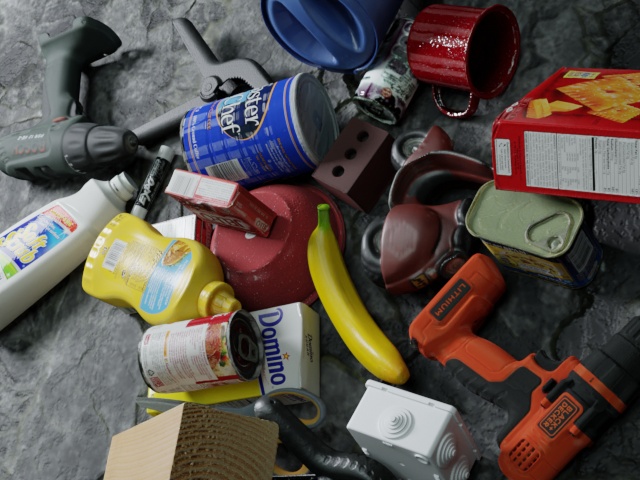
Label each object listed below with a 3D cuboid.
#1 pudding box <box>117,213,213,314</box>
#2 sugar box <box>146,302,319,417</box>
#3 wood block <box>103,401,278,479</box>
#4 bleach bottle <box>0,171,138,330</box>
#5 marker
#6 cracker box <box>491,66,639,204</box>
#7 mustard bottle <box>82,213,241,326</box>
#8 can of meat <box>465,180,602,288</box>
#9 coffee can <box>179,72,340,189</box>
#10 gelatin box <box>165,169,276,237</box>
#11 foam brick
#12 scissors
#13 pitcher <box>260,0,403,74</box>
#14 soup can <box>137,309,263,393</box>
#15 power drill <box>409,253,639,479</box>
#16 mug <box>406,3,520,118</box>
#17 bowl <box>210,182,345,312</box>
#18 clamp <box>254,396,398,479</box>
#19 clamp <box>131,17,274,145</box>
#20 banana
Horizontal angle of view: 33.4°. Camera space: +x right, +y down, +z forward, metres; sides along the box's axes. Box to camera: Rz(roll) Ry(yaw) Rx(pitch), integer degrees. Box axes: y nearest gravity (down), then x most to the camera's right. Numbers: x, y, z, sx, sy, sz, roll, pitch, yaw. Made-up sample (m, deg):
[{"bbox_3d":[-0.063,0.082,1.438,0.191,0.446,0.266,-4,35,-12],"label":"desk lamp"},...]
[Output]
[{"bbox_3d":[-0.175,0.026,1.173,0.114,0.039,0.090,-11,60,23],"label":"pudding box"},{"bbox_3d":[-0.087,0.123,1.066,0.176,0.048,0.093,-15,59,25],"label":"sugar box"},{"bbox_3d":[-0.123,0.211,0.948,0.206,0.090,0.091,-34,44,58],"label":"wood block"},{"bbox_3d":[-0.323,0.002,1.259,0.251,0.068,0.103,-38,53,5],"label":"bleach bottle"},{"bbox_3d":[-0.201,-0.054,1.242,0.020,0.020,0.121,13,73,35],"label":"marker"},{"bbox_3d":[0.274,-0.092,0.897,0.214,0.072,0.163,8,28,34],"label":"cracker box"},{"bbox_3d":[-0.155,0.041,1.090,0.192,0.058,0.096,20,78,36],"label":"mustard bottle"},{"bbox_3d":[0.192,-0.003,0.944,0.102,0.083,0.057,18,76,36],"label":"can of meat"},{"bbox_3d":[-0.063,-0.111,1.138,0.140,0.102,0.103,-14,59,24],"label":"coffee can"},{"bbox_3d":[-0.099,-0.036,1.068,0.089,0.073,0.030,15,75,34],"label":"gelatin box"},{"bbox_3d":[0.041,-0.077,1.091,0.053,0.051,0.078,29,82,37],"label":"foam brick"},{"bbox_3d":[-0.084,0.186,1.021,0.202,0.016,0.096,-11,90,23],"label":"scissors"},{"bbox_3d":[0.044,-0.310,1.128,0.242,0.145,0.149,-61,6,-29],"label":"pitcher"},{"bbox_3d":[-0.114,0.107,1.018,0.102,0.068,0.068,-12,60,23],"label":"soup can"},{"bbox_3d":[0.181,0.094,0.916,0.184,0.057,0.188,-47,52,1],"label":"power drill"},{"bbox_3d":[0.140,-0.182,1.075,0.082,0.093,0.117,18,112,41],"label":"mug"},{"bbox_3d":[-0.057,0.001,1.106,0.162,0.055,0.162,-14,60,25],"label":"bowl"},{"bbox_3d":[0.008,0.202,0.933,0.172,0.120,0.039,12,40,25],"label":"clamp"},{"bbox_3d":[-0.129,-0.164,1.245,0.210,0.036,0.164,25,89,33],"label":"clamp"},{"bbox_3d":[0.028,0.062,1.019,0.037,0.070,0.198,-20,64,-15],"label":"banana"}]
